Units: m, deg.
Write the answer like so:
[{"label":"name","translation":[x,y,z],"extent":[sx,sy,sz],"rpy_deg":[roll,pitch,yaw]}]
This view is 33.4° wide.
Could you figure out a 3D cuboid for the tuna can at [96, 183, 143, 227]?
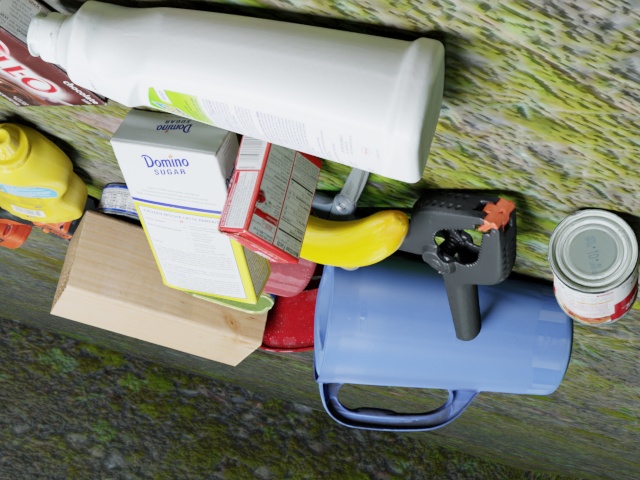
[{"label":"tuna can","translation":[-0.189,-0.030,1.112],"extent":[0.086,0.033,0.086],"rpy_deg":[13,167,3]}]

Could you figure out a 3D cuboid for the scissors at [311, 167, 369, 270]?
[{"label":"scissors","translation":[0.006,-0.039,0.898],"extent":[0.096,0.016,0.202],"rpy_deg":[34,156,21]}]

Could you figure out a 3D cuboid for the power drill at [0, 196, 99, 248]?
[{"label":"power drill","translation":[-0.319,-0.024,1.228],"extent":[0.188,0.057,0.184],"rpy_deg":[-1,156,41]}]

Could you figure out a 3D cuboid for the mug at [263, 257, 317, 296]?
[{"label":"mug","translation":[-0.057,0.001,1.014],"extent":[0.081,0.093,0.117],"rpy_deg":[15,-162,-26]}]

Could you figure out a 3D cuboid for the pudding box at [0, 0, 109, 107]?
[{"label":"pudding box","translation":[-0.205,-0.129,0.710],"extent":[0.090,0.039,0.113],"rpy_deg":[5,164,33]}]

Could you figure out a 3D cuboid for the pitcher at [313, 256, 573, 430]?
[{"label":"pitcher","translation":[0.114,0.095,1.042],"extent":[0.242,0.145,0.149],"rpy_deg":[7,133,-4]}]

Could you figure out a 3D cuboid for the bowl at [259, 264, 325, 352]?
[{"label":"bowl","translation":[-0.001,0.066,1.167],"extent":[0.162,0.055,0.162],"rpy_deg":[-13,-166,3]}]

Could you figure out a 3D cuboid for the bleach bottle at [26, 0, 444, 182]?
[{"label":"bleach bottle","translation":[-0.056,-0.099,0.631],"extent":[0.251,0.068,0.102],"rpy_deg":[14,167,9]}]

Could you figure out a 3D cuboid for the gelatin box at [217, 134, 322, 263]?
[{"label":"gelatin box","translation":[-0.038,-0.035,0.814],"extent":[0.030,0.089,0.073],"rpy_deg":[5,164,34]}]

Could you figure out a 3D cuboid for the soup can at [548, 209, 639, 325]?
[{"label":"soup can","translation":[0.214,0.022,0.834],"extent":[0.069,0.068,0.102],"rpy_deg":[10,165,19]}]

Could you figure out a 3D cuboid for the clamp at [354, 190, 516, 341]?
[{"label":"clamp","translation":[0.111,0.015,0.892],"extent":[0.164,0.036,0.210],"rpy_deg":[43,156,-8]}]

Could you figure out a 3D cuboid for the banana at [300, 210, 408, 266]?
[{"label":"banana","translation":[0.006,-0.008,0.880],"extent":[0.198,0.037,0.069],"rpy_deg":[14,147,46]}]

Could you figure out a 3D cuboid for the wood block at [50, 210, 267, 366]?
[{"label":"wood block","translation":[-0.164,0.052,1.115],"extent":[0.206,0.090,0.091],"rpy_deg":[18,152,-17]}]

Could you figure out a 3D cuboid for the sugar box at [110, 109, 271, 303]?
[{"label":"sugar box","translation":[-0.102,-0.025,0.876],"extent":[0.093,0.048,0.176],"rpy_deg":[10,138,18]}]

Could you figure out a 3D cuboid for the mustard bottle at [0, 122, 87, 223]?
[{"label":"mustard bottle","translation":[-0.280,-0.066,1.003],"extent":[0.096,0.058,0.192],"rpy_deg":[13,167,-1]}]
